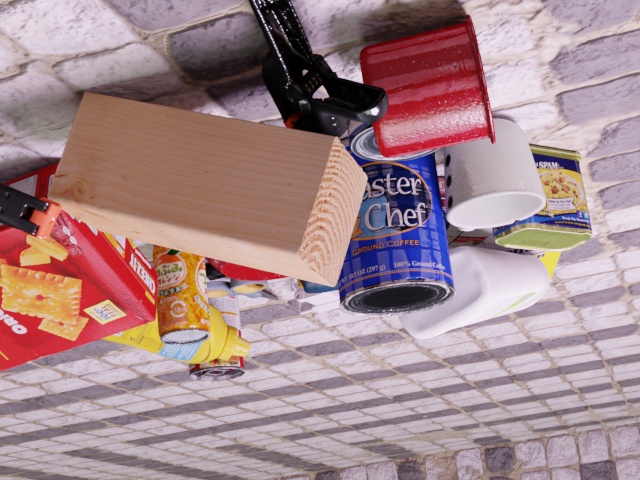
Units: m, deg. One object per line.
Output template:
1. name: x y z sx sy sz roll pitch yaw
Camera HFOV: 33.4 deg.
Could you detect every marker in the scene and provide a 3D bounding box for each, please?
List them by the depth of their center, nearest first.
1. marker: -0.075 0.026 1.199 0.121 0.020 0.020 -12 160 15

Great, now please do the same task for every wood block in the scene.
1. wood block: -0.082 -0.038 0.794 0.206 0.091 0.090 12 168 21

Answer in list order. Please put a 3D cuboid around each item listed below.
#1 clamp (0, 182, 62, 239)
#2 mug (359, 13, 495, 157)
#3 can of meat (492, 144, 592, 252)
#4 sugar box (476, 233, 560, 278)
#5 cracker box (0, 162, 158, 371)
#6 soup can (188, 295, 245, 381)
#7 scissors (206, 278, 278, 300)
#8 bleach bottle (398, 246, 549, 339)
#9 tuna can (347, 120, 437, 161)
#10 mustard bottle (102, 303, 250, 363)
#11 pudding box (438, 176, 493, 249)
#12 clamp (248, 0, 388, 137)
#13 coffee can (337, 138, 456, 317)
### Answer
1. clamp: -0.277 -0.041 0.808 0.210 0.036 0.164 20 173 19
2. mug: 0.075 -0.110 0.766 0.081 0.093 0.117 -12 -158 8
3. can of meat: 0.204 -0.039 1.004 0.101 0.084 0.058 5 158 -30
4. sugar box: 0.221 0.011 1.209 0.093 0.048 0.176 -7 162 3
5. cracker box: -0.279 0.036 0.966 0.214 0.072 0.164 -19 134 12
6. soup can: -0.130 0.116 1.311 0.068 0.102 0.068 -6 161 -2
7. scissors: -0.099 0.062 1.267 0.096 0.016 0.202 -6 169 -3
8. bleach bottle: 0.170 0.051 1.100 0.103 0.068 0.250 -31 164 24
9. tuna can: 0.064 -0.096 0.873 0.086 0.034 0.086 -5 161 -2
10. mustard bottle: -0.172 0.098 1.227 0.191 0.058 0.096 20 136 -15
11. pudding box: 0.135 -0.026 1.088 0.090 0.039 0.114 4 156 -18
12. clamp: -0.001 -0.104 0.737 0.039 0.120 0.171 -36 166 -7
13. coffee can: 0.060 -0.013 0.946 0.103 0.140 0.103 -5 161 -2
